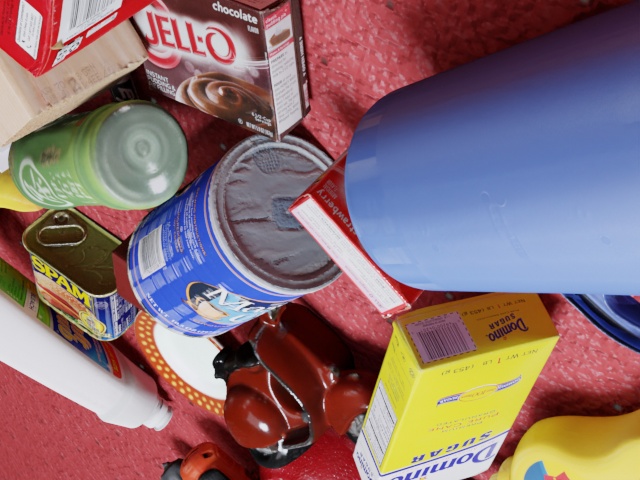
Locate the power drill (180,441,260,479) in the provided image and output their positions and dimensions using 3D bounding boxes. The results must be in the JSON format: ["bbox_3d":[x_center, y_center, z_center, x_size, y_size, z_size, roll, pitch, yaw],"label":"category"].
[{"bbox_3d":[-0.049,0.278,0.963,0.184,0.057,0.188,44,180,-15],"label":"power drill"}]

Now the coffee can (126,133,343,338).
[{"bbox_3d":[-0.055,0.001,0.704,0.103,0.102,0.141,50,146,-9],"label":"coffee can"}]

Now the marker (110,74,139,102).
[{"bbox_3d":[-0.137,-0.099,0.756,0.020,0.020,0.121,17,138,34],"label":"marker"}]

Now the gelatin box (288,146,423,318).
[{"bbox_3d":[0.037,-0.011,0.623,0.089,0.073,0.030,48,146,-6],"label":"gelatin box"}]

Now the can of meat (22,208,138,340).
[{"bbox_3d":[-0.207,0.031,0.935,0.102,0.057,0.084,33,147,16],"label":"can of meat"}]

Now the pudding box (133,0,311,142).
[{"bbox_3d":[-0.062,-0.120,0.639,0.114,0.039,0.090,23,141,28],"label":"pudding box"}]

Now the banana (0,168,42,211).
[{"bbox_3d":[-0.291,-0.035,0.963,0.069,0.037,0.198,50,149,-7],"label":"banana"}]

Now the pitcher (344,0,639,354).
[{"bbox_3d":[0.127,-0.026,0.469,0.144,0.149,0.243,19,164,-34],"label":"pitcher"}]

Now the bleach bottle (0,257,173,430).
[{"bbox_3d":[-0.243,0.101,1.004,0.250,0.068,0.103,39,-170,-27],"label":"bleach bottle"}]

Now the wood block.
[{"bbox_3d":[-0.206,-0.173,0.653,0.206,0.090,0.091,60,152,-8],"label":"wood block"}]

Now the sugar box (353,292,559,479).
[{"bbox_3d":[0.081,0.103,0.681,0.176,0.093,0.048,98,155,-49],"label":"sugar box"}]

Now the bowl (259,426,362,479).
[{"bbox_3d":[0.002,0.219,0.922,0.162,0.055,0.162,27,142,23],"label":"bowl"}]
